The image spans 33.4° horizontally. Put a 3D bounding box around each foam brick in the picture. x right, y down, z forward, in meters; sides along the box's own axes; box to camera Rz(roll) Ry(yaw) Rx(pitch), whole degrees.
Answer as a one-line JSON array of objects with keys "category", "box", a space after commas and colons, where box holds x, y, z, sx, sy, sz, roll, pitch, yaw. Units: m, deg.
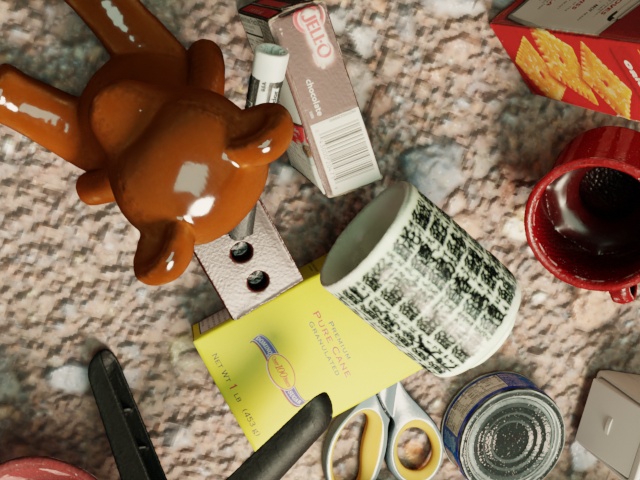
[{"category": "foam brick", "box": [-0.054, 0.001, 0.671, 0.053, 0.051, 0.078, -31, 111, -6]}]

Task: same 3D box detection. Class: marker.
[{"category": "marker", "box": [-0.038, -0.052, 0.604, 0.020, 0.020, 0.121, 3, 123, -17]}]

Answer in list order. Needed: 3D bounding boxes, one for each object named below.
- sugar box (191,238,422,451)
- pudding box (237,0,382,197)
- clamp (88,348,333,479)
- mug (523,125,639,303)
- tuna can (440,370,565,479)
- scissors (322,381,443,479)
[{"category": "sugar box", "box": [0.014, 0.058, 0.700, 0.176, 0.048, 0.093, -28, 103, 0]}, {"category": "pudding box", "box": [-0.008, -0.090, 0.640, 0.039, 0.090, 0.113, -21, 110, -8]}, {"category": "clamp", "box": [-0.076, 0.174, 0.647, 0.165, 0.036, 0.210, 1, 81, 20]}, {"category": "mug", "box": [0.192, -0.015, 0.707, 0.093, 0.081, 0.117, -12, 110, 28]}, {"category": "tuna can", "box": [0.133, 0.140, 0.774, 0.086, 0.034, 0.086, -4, 106, -15]}, {"category": "scissors", "box": [0.061, 0.092, 0.748, 0.096, 0.016, 0.202, 16, 101, -17]}]
